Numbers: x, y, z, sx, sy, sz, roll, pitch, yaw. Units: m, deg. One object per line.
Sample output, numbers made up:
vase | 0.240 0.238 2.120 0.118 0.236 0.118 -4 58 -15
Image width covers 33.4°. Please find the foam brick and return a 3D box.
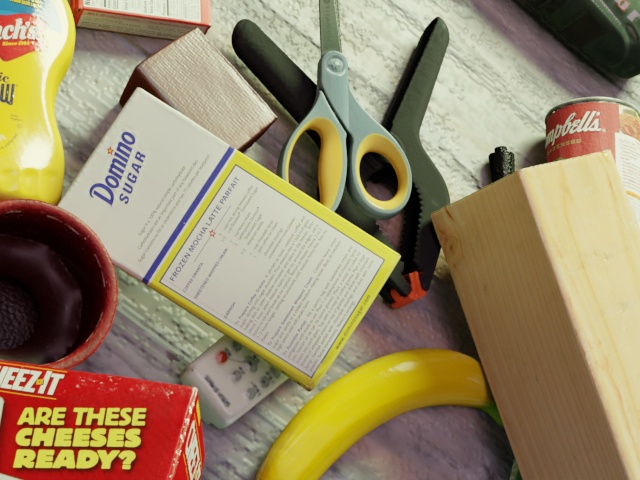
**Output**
foam brick | -0.077 -0.082 0.663 0.078 0.053 0.051 48 62 -4

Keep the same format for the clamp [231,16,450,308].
clamp | 0.026 -0.059 0.709 0.164 0.036 0.210 0 73 -23

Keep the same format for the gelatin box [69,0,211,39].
gelatin box | -0.117 -0.170 0.688 0.089 0.030 0.073 2 74 -23

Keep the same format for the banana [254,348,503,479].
banana | 0.037 0.109 0.659 0.197 0.037 0.069 -15 79 -27

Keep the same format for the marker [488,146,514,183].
marker | 0.131 -0.009 0.748 0.020 0.020 0.121 6 71 -22

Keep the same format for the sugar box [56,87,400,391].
sugar box | -0.054 0.001 0.607 0.176 0.048 0.093 33 82 0

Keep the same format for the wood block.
wood block | 0.160 0.059 0.672 0.090 0.091 0.206 -14 81 -35

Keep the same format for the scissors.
scissors | 0.024 -0.098 0.689 0.096 0.016 0.201 17 72 -13

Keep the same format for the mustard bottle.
mustard bottle | -0.192 -0.108 0.619 0.096 0.058 0.191 6 71 -17

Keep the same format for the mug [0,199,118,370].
mug | -0.173 0.025 0.565 0.117 0.082 0.093 50 56 -6
